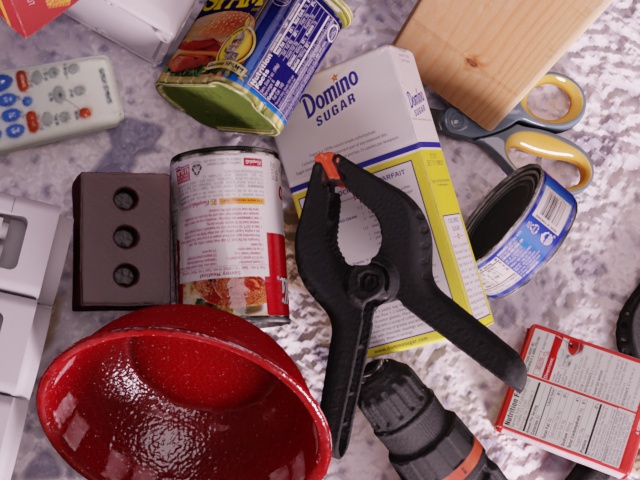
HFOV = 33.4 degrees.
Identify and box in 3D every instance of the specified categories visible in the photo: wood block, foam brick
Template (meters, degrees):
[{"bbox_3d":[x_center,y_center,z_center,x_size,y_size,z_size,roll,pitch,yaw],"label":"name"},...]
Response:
[{"bbox_3d":[0.125,-0.161,0.628,0.091,0.206,0.090,37,67,0],"label":"wood block"},{"bbox_3d":[-0.116,0.002,0.620,0.053,0.051,0.078,0,82,-18],"label":"foam brick"}]

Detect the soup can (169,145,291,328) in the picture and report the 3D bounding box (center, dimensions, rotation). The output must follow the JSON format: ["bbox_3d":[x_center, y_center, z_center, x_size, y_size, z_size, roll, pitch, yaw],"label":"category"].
[{"bbox_3d":[-0.054,0.001,0.631,0.068,0.069,0.102,-1,82,-18],"label":"soup can"}]

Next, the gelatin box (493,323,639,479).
[{"bbox_3d":[0.165,0.103,0.689,0.089,0.030,0.073,19,75,13],"label":"gelatin box"}]

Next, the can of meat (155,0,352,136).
[{"bbox_3d":[-0.042,-0.112,0.634,0.057,0.102,0.084,38,74,-34],"label":"can of meat"}]

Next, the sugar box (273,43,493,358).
[{"bbox_3d":[0.034,-0.020,0.651,0.048,0.093,0.176,-5,79,-63],"label":"sugar box"}]

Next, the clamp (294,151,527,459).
[{"bbox_3d":[0.042,0.027,0.597,0.120,0.039,0.171,-13,80,7],"label":"clamp"}]

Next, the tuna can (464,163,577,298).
[{"bbox_3d":[0.122,-0.005,0.678,0.033,0.086,0.086,38,73,-11],"label":"tuna can"}]

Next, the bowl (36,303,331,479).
[{"bbox_3d":[-0.070,0.086,0.590,0.162,0.162,0.055,25,41,-12],"label":"bowl"}]

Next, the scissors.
[{"bbox_3d":[0.102,-0.094,0.721,0.201,0.016,0.096,24,74,-13],"label":"scissors"}]

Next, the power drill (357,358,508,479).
[{"bbox_3d":[0.034,0.188,0.628,0.187,0.057,0.184,-41,103,-17],"label":"power drill"}]
